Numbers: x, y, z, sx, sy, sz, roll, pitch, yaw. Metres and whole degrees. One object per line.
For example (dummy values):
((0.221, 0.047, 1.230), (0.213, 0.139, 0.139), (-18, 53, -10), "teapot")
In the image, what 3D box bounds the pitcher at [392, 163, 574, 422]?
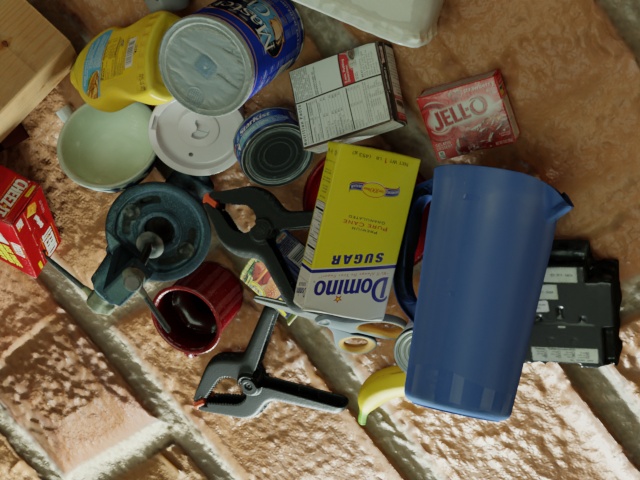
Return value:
((0.149, 0.050, 1.068), (0.145, 0.149, 0.243), (12, 85, -7), "pitcher")

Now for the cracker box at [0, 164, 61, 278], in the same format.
((-0.436, -0.057, 1.317), (0.214, 0.072, 0.164), (26, 157, 8), "cracker box")

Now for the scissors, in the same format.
((0.003, 0.098, 1.220), (0.201, 0.016, 0.096), (9, 145, -21), "scissors")

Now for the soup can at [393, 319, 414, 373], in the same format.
((0.126, 0.101, 1.179), (0.069, 0.102, 0.068), (10, 118, 18), "soup can")

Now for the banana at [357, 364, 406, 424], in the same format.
((0.120, 0.173, 1.261), (0.198, 0.037, 0.069), (-14, 127, 29), "banana")

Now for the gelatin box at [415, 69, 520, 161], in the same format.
((0.151, -0.127, 1.095), (0.089, 0.030, 0.073), (-12, 110, 27), "gelatin box")

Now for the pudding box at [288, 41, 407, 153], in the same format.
((0.027, -0.149, 1.113), (0.114, 0.039, 0.090), (-15, 82, 30), "pudding box")

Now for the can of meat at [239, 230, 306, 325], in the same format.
((-0.040, 0.039, 1.232), (0.084, 0.057, 0.102), (41, 149, 2), "can of meat")

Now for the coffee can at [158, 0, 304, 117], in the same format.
((-0.089, -0.198, 1.096), (0.103, 0.140, 0.103), (10, 119, 18), "coffee can")

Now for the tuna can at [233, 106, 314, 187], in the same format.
((-0.050, -0.101, 1.165), (0.086, 0.034, 0.086), (-11, 131, -13), "tuna can")

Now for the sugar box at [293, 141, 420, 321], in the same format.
((0.037, -0.009, 1.103), (0.093, 0.048, 0.176), (9, 96, -18), "sugar box")

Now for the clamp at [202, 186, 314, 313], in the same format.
((-0.058, 0.001, 1.164), (0.172, 0.039, 0.120), (20, 86, 23), "clamp")

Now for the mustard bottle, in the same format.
((-0.222, -0.191, 1.181), (0.192, 0.058, 0.096), (-1, 77, 47), "mustard bottle")

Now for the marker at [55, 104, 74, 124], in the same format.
((-0.278, -0.110, 1.293), (0.020, 0.020, 0.121), (-26, 103, 31), "marker")

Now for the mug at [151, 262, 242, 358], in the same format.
((-0.147, 0.089, 1.301), (0.093, 0.081, 0.117), (15, 120, 16), "mug")

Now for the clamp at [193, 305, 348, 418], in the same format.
((-0.075, 0.179, 1.343), (0.210, 0.036, 0.164), (-34, 99, 34), "clamp")

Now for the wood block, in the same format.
((-0.378, -0.168, 1.197), (0.091, 0.090, 0.206), (43, 83, -1), "wood block")
